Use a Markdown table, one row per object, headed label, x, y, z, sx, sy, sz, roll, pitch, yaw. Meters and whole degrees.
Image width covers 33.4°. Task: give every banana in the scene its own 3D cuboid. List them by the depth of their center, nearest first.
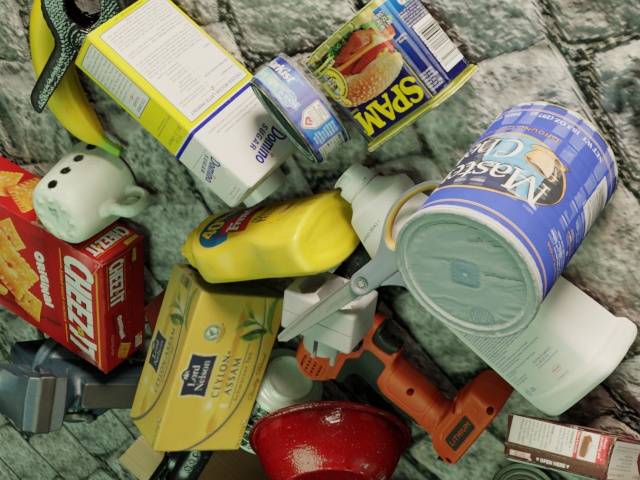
| label | x | y | z | sx | sy | sz | roll | pitch | yaw |
| --- | --- | --- | --- | --- | --- | --- | --- | --- | --- |
| banana | -0.234 | -0.165 | 0.987 | 0.070 | 0.037 | 0.198 | 0 | 131 | 11 |

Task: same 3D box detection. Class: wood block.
| label | x | y | z | sx | sy | sz | roll | pitch | yaw |
| --- | --- | --- | --- | --- | --- | --- | --- | --- | --- |
| wood block | -0.123 | 0.284 | 1.252 | 0.206 | 0.090 | 0.090 | 43 | 141 | 0 |

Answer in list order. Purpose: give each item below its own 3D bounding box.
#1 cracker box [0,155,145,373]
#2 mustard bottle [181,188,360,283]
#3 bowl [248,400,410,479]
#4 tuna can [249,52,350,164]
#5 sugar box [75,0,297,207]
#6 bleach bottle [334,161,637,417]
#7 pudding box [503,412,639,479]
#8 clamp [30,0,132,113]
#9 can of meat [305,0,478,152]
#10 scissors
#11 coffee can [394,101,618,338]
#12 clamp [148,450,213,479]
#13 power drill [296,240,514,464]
| label | x | y | z | sx | sy | sz | roll | pitch | yaw |
| --- | --- | --- | --- | --- | --- | --- | --- | --- | --- |
| cracker box | -0.293 | 0.026 | 1.164 | 0.214 | 0.072 | 0.164 | 28 | 135 | 24 |
| mustard bottle | -0.056 | 0.001 | 0.934 | 0.192 | 0.096 | 0.058 | -8 | 115 | 44 |
| bowl | 0.009 | 0.218 | 1.047 | 0.162 | 0.055 | 0.162 | 0 | 144 | -1 |
| tuna can | -0.016 | -0.101 | 0.823 | 0.086 | 0.033 | 0.086 | 50 | 177 | 4 |
| sugar box | -0.102 | -0.116 | 0.870 | 0.176 | 0.093 | 0.048 | 45 | 142 | -2 |
| bleach bottle | 0.117 | 0.024 | 0.837 | 0.251 | 0.068 | 0.103 | 41 | 139 | 6 |
| pudding box | 0.210 | 0.168 | 0.859 | 0.090 | 0.113 | 0.039 | 7 | 84 | 35 |
| clamp | -0.209 | -0.176 | 0.928 | 0.120 | 0.039 | 0.171 | -6 | 124 | 3 |
| can of meat | 0.048 | -0.125 | 0.765 | 0.084 | 0.057 | 0.102 | 51 | 141 | -6 |
| scissors | 0.052 | 0.041 | 0.827 | 0.096 | 0.016 | 0.202 | 43 | 118 | 12 |
| coffee can | 0.129 | -0.016 | 0.726 | 0.103 | 0.140 | 0.103 | 23 | 137 | 23 |
| clamp | -0.150 | 0.234 | 1.135 | 0.036 | 0.210 | 0.165 | 20 | 178 | -23 |
| power drill | 0.076 | 0.099 | 0.945 | 0.188 | 0.057 | 0.185 | 36 | 138 | 11 |
